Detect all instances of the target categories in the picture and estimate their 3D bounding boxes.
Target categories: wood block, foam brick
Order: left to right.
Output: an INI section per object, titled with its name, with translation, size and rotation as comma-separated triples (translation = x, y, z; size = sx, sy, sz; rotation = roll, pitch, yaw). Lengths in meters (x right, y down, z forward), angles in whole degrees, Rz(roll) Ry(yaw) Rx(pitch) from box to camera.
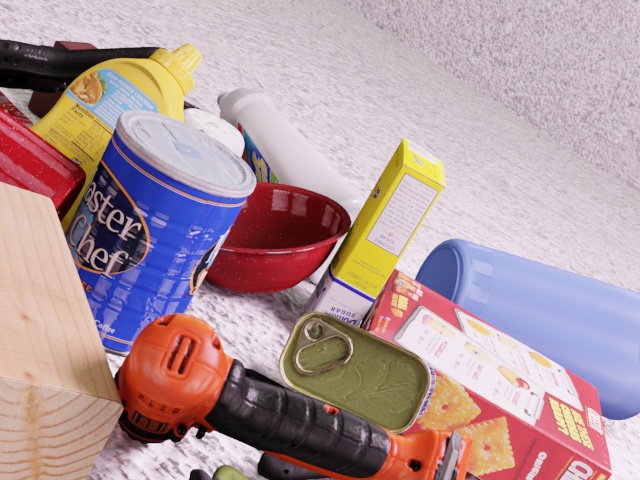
[wood block]
translation = -0.185, 0.051, 0.581
size = 0.090, 0.091, 0.206
rotation = 18, 22, -33
[foam brick]
translation = -0.240, -0.149, 1.044
size = 0.051, 0.078, 0.052
rotation = 37, 22, 20

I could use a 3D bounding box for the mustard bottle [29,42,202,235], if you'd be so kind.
[mustard bottle]
translation = -0.162, -0.083, 0.815
size = 0.096, 0.191, 0.058
rotation = 38, -15, 19

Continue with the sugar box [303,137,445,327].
[sugar box]
translation = 0.042, 0.006, 0.902
size = 0.048, 0.176, 0.093
rotation = 31, 18, -5

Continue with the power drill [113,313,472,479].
[power drill]
translation = -0.025, 0.108, 0.585
size = 0.187, 0.057, 0.185
rotation = 22, -20, -6

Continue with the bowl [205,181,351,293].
[bowl]
translation = -0.056, 0.001, 0.911
size = 0.162, 0.055, 0.162
rotation = 4, 23, -2

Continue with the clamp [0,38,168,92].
[clamp]
translation = -0.234, -0.147, 0.932
size = 0.210, 0.036, 0.165
rotation = 3, -5, -7

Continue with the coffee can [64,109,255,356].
[coffee can]
translation = -0.121, -0.005, 0.742
size = 0.102, 0.140, 0.103
rotation = 27, 19, -10

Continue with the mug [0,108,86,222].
[mug]
translation = -0.217, -0.029, 0.710
size = 0.081, 0.093, 0.117
rotation = 36, 48, -5

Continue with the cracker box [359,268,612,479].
[cracker box]
translation = 0.126, 0.125, 0.884
size = 0.213, 0.072, 0.164
rotation = 31, 19, 1

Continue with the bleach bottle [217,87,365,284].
[bleach bottle]
translation = -0.040, -0.072, 1.073
size = 0.068, 0.102, 0.251
rotation = -22, 47, -18

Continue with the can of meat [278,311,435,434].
[can of meat]
translation = 0.030, 0.093, 0.754
size = 0.102, 0.057, 0.084
rotation = 24, -2, 13

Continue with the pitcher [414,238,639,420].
[pitcher]
translation = 0.207, 0.084, 1.052
size = 0.242, 0.149, 0.145
rotation = 19, 36, -20
